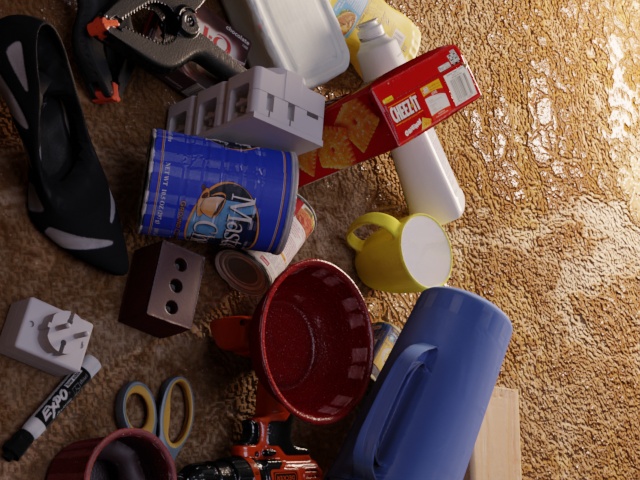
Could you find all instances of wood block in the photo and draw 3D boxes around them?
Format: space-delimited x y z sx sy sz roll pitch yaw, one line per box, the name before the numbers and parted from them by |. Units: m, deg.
wood block | 0.174 0.277 1.248 0.090 0.091 0.206 13 71 -38

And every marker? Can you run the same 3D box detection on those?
marker | -0.238 0.148 0.942 0.020 0.020 0.121 54 49 -19

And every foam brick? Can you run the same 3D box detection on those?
foam brick | -0.153 0.047 1.027 0.052 0.051 0.078 25 63 -36

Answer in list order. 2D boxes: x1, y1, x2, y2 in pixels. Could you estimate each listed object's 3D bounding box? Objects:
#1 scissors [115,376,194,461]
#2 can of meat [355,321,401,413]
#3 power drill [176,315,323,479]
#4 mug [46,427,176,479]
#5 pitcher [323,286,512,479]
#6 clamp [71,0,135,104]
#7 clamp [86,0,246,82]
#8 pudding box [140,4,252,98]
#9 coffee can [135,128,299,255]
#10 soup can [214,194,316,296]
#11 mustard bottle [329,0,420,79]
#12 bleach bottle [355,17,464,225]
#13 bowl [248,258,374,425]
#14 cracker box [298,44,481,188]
scissors | -0.162 0.219 0.996 0.096 0.016 0.201 30 59 -38
can of meat | 0.073 0.154 1.210 0.102 0.058 0.083 51 48 -21
power drill | -0.072 0.172 1.064 0.184 0.057 0.187 12 74 -48
mug | -0.178 0.219 0.937 0.117 0.082 0.093 38 56 -30
pitcher | 0.107 0.168 1.105 0.145 0.149 0.242 31 68 -11
clamp | -0.216 -0.222 1.032 0.120 0.039 0.171 14 74 -52
clamp | -0.134 -0.205 1.063 0.209 0.036 0.164 -23 99 -45
pudding box | -0.133 -0.200 1.119 0.113 0.039 0.090 35 57 -33
coffee can | -0.100 -0.046 1.028 0.140 0.103 0.103 9 71 -12
soup can | -0.057 0.001 1.118 0.068 0.069 0.102 52 50 -20
mustard bottle | 0.035 -0.272 1.283 0.191 0.058 0.096 38 69 -30
bleach bottle | 0.100 -0.143 1.269 0.102 0.068 0.251 -72 141 -71
bowl | -0.019 0.101 1.051 0.161 0.055 0.162 12 73 -45
cracker box | 0.039 -0.126 1.140 0.163 0.214 0.072 -34 101 -43
